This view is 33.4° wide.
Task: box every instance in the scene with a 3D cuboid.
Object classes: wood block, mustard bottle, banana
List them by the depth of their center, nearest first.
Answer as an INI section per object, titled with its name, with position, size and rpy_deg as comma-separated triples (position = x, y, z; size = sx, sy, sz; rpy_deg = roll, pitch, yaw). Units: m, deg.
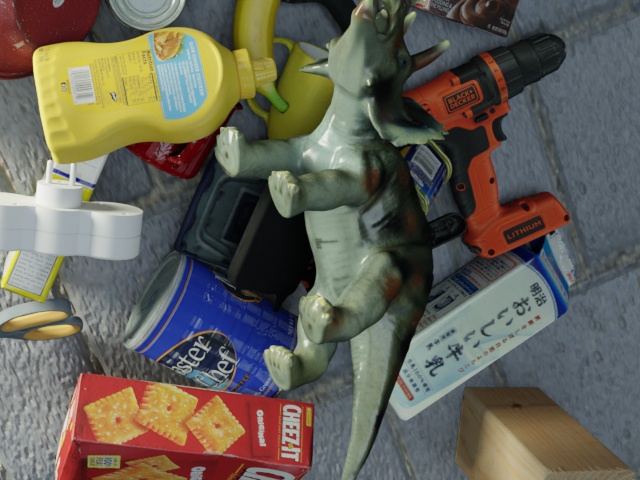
[mustard bottle]
position = -0.130, -0.124, 0.868
size = 0.191, 0.058, 0.096
rpy_deg = -11, 70, -8
[banana]
position = -0.038, -0.216, 0.938
size = 0.069, 0.037, 0.198
rpy_deg = 14, 102, 7
[wood block]
position = 0.214, 0.223, 1.052
size = 0.090, 0.206, 0.090
rpy_deg = 2, 103, -13

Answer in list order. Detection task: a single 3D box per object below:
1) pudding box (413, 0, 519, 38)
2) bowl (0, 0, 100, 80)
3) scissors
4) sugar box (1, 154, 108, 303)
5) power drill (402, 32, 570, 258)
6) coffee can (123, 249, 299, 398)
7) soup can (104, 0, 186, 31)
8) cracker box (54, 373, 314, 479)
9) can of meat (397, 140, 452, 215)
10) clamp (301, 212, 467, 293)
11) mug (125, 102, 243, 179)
[pudding box]
position = 0.139, -0.246, 0.987
size = 0.113, 0.039, 0.090
rpy_deg = 8, 104, -41
[bowl]
position = -0.233, -0.206, 0.879
size = 0.161, 0.055, 0.162
rpy_deg = -34, 134, -43
[scissors]
position = -0.310, 0.089, 0.997
size = 0.202, 0.096, 0.016
rpy_deg = -16, 68, 19
[sugar box]
position = -0.229, -0.040, 0.949
size = 0.048, 0.093, 0.176
rpy_deg = 25, 98, -18
[power drill]
position = 0.178, -0.091, 1.046
size = 0.184, 0.057, 0.187
rpy_deg = -24, 105, -1
[coffee can]
position = -0.099, 0.086, 1.004
size = 0.140, 0.103, 0.103
rpy_deg = 30, 96, -18
[soup can]
position = -0.152, -0.215, 0.918
size = 0.068, 0.102, 0.068
rpy_deg = -3, 104, -12
[cracker box]
position = -0.131, 0.195, 0.992
size = 0.213, 0.164, 0.072
rpy_deg = 11, 59, -14
[can of meat]
position = 0.066, -0.041, 0.993
size = 0.102, 0.083, 0.057
rpy_deg = -37, 101, 33
[clamp]
position = 0.051, 0.025, 1.007
size = 0.172, 0.120, 0.039
rpy_deg = -20, 101, 24
[mug]
position = -0.124, -0.103, 0.948
size = 0.093, 0.117, 0.081
rpy_deg = 25, 102, -34
